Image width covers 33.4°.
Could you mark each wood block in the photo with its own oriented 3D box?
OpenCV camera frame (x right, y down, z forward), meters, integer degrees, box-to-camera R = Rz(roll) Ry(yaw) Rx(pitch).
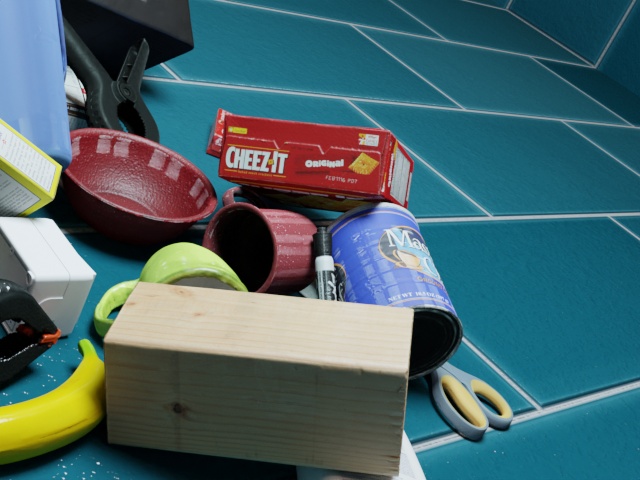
[{"bbox_3d":[-0.041,0.097,0.761,0.206,0.091,0.090,6,25,6],"label":"wood block"}]

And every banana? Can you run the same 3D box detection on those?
[{"bbox_3d":[-0.200,0.118,0.718,0.070,0.037,0.197,21,20,24],"label":"banana"}]

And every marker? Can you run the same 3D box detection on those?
[{"bbox_3d":[0.005,0.047,0.986,0.020,0.020,0.121,6,74,-38],"label":"marker"}]

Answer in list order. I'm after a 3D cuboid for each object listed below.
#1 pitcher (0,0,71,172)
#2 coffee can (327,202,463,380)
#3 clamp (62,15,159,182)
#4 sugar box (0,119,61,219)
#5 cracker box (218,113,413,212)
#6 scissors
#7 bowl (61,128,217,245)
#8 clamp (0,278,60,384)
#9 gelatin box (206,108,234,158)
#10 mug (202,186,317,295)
[{"bbox_3d":[-0.285,-0.171,0.944,0.149,0.145,0.243,-7,80,-24],"label":"pitcher"},{"bbox_3d":[0.064,0.048,1.007,0.102,0.103,0.140,13,38,-28],"label":"coffee can"},{"bbox_3d":[-0.214,-0.153,1.141,0.164,0.036,0.210,0,63,-60],"label":"clamp"},{"bbox_3d":[-0.297,-0.076,0.819,0.176,0.093,0.048,44,33,-34],"label":"sugar box"},{"bbox_3d":[0.002,-0.073,1.107,0.164,0.072,0.213,7,-2,11],"label":"cracker box"},{"bbox_3d":[0.122,0.118,1.044,0.096,0.016,0.202,15,31,-32],"label":"scissors"},{"bbox_3d":[-0.183,-0.044,1.025,0.162,0.055,0.162,21,26,-11],"label":"bowl"},{"bbox_3d":[-0.246,0.072,0.713,0.039,0.120,0.171,29,2,30],"label":"clamp"},{"bbox_3d":[-0.097,-0.122,1.300,0.073,0.030,0.089,21,24,-11],"label":"gelatin box"},{"bbox_3d":[-0.057,0.001,1.015,0.081,0.093,0.117,0,59,-53],"label":"mug"}]
